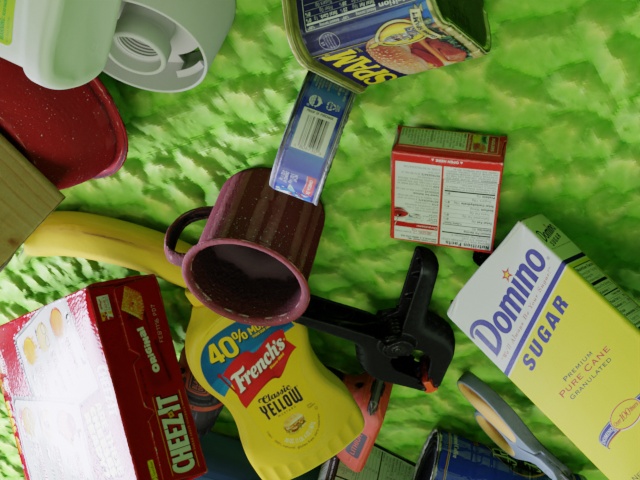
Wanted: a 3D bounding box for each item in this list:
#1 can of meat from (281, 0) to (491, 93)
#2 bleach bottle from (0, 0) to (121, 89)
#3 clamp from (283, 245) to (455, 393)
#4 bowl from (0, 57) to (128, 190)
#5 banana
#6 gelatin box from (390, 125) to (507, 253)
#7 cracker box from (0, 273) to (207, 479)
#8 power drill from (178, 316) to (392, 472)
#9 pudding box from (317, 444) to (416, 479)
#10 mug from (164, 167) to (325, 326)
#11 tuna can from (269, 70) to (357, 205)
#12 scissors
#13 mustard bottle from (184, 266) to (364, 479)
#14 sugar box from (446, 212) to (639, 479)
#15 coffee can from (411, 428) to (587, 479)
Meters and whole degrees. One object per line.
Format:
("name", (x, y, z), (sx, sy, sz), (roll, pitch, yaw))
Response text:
("can of meat", (0.039, -0.125, 0.591), (0.084, 0.057, 0.102), (-11, 170, 25))
("bleach bottle", (-0.234, -0.177, 0.616), (0.251, 0.068, 0.103), (23, 112, 17))
("clamp", (0.064, 0.065, 0.825), (0.120, 0.039, 0.171), (-21, 141, 27))
("bowl", (-0.212, -0.085, 0.723), (0.162, 0.055, 0.162), (24, 147, 16))
("banana", (-0.158, 0.008, 0.857), (0.198, 0.037, 0.069), (11, 158, 10))
("gelatin box", (0.085, -0.034, 0.723), (0.073, 0.030, 0.089), (7, 139, 10))
("cracker box", (-0.190, 0.130, 0.886), (0.214, 0.071, 0.164), (-21, 84, 50))
("power drill", (-0.040, 0.142, 0.945), (0.187, 0.057, 0.185), (18, 140, 0))
("pudding box", (0.051, 0.243, 1.001), (0.113, 0.090, 0.039), (30, 137, -13))
("mug", (-0.055, 0.001, 0.772), (0.117, 0.081, 0.093), (4, 138, 15))
("tuna can", (-0.003, -0.068, 0.674), (0.034, 0.086, 0.086), (20, 140, 0))
("scissors", (0.184, 0.185, 0.863), (0.202, 0.016, 0.096), (46, 168, 24))
("mustard bottle", (-0.050, 0.091, 0.832), (0.096, 0.058, 0.191), (-30, 105, 1))
("sugar box", (0.175, 0.075, 0.713), (0.176, 0.048, 0.093), (44, 120, 17))
("coffee can", (0.154, 0.237, 0.947), (0.140, 0.102, 0.103), (18, 140, 0))
